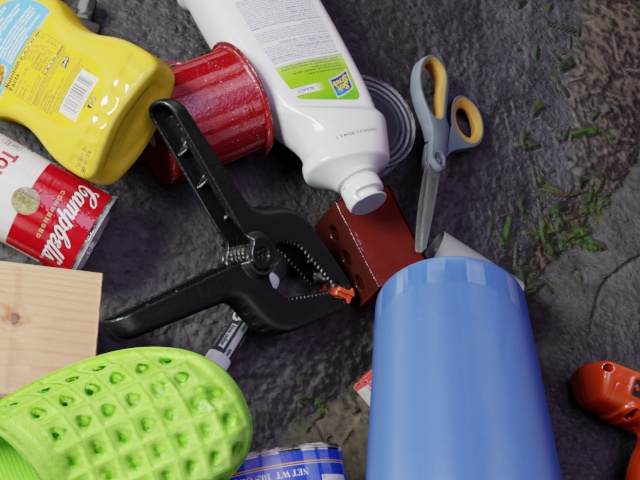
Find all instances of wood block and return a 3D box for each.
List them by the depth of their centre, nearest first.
[{"bbox_3d":[-0.250,0.063,0.669,0.205,0.090,0.091,8,64,-18],"label":"wood block"}]

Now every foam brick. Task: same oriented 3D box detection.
[{"bbox_3d":[0.040,0.006,0.829,0.051,0.053,0.078,-20,75,-27],"label":"foam brick"}]

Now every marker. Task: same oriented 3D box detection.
[{"bbox_3d":[-0.052,0.051,0.792,0.020,0.020,0.121,34,60,-4],"label":"marker"}]

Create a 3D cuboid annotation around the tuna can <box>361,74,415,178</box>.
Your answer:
[{"bbox_3d":[0.033,-0.091,0.879,0.086,0.034,0.086,8,65,-18],"label":"tuna can"}]

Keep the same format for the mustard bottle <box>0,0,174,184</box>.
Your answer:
[{"bbox_3d":[-0.200,-0.123,0.754,0.192,0.058,0.096,32,95,20],"label":"mustard bottle"}]

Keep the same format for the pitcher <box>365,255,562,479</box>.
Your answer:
[{"bbox_3d":[0.093,0.139,0.699,0.144,0.149,0.243,20,46,-19],"label":"pitcher"}]

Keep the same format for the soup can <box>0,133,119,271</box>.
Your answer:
[{"bbox_3d":[-0.200,-0.025,0.740,0.102,0.069,0.068,29,60,-7],"label":"soup can"}]

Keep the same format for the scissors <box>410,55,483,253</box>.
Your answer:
[{"bbox_3d":[0.105,-0.063,0.879,0.096,0.016,0.201,25,52,-38],"label":"scissors"}]

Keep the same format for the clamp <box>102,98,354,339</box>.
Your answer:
[{"bbox_3d":[-0.055,0.001,0.751,0.209,0.036,0.164,17,73,-43],"label":"clamp"}]

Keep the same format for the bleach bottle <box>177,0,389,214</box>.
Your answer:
[{"bbox_3d":[-0.024,-0.126,0.825,0.102,0.068,0.251,-18,64,-19],"label":"bleach bottle"}]

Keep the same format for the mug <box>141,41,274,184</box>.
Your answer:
[{"bbox_3d":[-0.100,-0.099,0.807,0.081,0.093,0.117,-25,52,-24],"label":"mug"}]
